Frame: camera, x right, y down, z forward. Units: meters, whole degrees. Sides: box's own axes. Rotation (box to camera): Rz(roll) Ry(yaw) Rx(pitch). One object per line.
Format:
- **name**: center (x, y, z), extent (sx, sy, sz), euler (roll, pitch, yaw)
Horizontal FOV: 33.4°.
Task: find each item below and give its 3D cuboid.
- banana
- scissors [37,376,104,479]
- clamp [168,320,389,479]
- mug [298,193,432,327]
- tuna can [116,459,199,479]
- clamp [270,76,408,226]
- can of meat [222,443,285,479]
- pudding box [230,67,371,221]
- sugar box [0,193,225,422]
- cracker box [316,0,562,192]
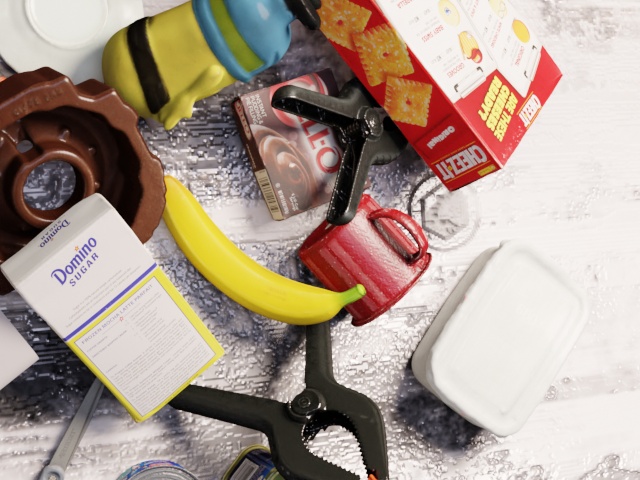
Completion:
- **banana**: center (-0.061, 0.019, 0.894), extent (0.198, 0.037, 0.070), euler (29, 103, 3)
- **scissors**: center (-0.236, 0.194, 0.855), extent (0.096, 0.016, 0.202), euler (13, 85, -20)
- **clamp**: center (-0.022, 0.142, 0.862), extent (0.164, 0.210, 0.036), euler (-28, 140, -13)
- **mug**: center (0.042, 0.010, 0.911), extent (0.081, 0.117, 0.093), euler (47, 49, -9)
- **tuna can**: center (-0.135, 0.225, 0.882), extent (0.086, 0.034, 0.086), euler (0, 89, -20)
- **clamp**: center (0.025, -0.101, 0.896), extent (0.171, 0.039, 0.120), euler (-50, 119, -48)
- **can of meat**: center (-0.025, 0.223, 0.896), extent (0.102, 0.084, 0.057), euler (42, 76, -15)
- **pudding box**: center (-0.017, -0.083, 0.927), extent (0.090, 0.039, 0.113), euler (-22, 97, -21)
- **sugar box**: center (-0.157, 0.055, 0.830), extent (0.093, 0.048, 0.176), euler (-40, 127, -11)
- **cracker box**: center (0.100, -0.174, 0.927), extent (0.213, 0.072, 0.164), euler (50, 48, -13)
